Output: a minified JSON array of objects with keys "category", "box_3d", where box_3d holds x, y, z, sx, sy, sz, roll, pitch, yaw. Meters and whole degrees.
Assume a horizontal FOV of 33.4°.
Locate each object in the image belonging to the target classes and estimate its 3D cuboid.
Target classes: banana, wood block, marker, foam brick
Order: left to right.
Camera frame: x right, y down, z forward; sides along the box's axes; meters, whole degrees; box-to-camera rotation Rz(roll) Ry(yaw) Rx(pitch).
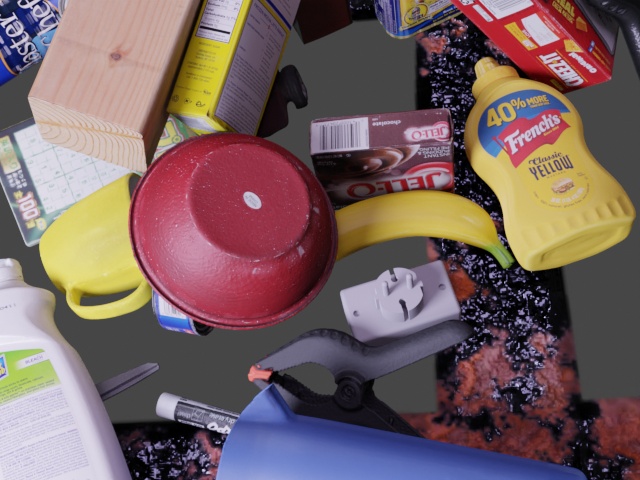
[{"category":"wood block","box_3d":[-0.146,-0.172,0.842,0.091,0.090,0.206,18,72,-1]},{"category":"marker","box_3d":[-0.066,0.139,0.812,0.121,0.020,0.020,12,65,14]},{"category":"foam brick","box_3d":[-0.009,-0.226,0.963,0.051,0.078,0.053,-27,62,-4]},{"category":"banana","box_3d":[0.054,-0.004,0.857,0.198,0.037,0.069,-6,71,6]}]

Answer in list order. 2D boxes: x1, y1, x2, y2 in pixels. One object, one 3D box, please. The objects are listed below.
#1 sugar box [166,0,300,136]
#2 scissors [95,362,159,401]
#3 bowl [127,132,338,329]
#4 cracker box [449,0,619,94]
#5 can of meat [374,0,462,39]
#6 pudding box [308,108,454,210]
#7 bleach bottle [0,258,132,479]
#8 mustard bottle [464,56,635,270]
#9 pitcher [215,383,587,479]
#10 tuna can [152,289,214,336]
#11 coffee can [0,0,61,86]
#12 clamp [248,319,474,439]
[{"category":"sugar box","box_3d":[-0.063,-0.169,0.867,0.048,0.093,0.176,13,82,20]},{"category":"scissors","box_3d":[-0.233,0.130,0.842,0.201,0.016,0.096,-38,64,-12]},{"category":"bowl","box_3d":[-0.058,-0.019,0.785,0.162,0.055,0.162,6,67,-14]},{"category":"cracker box","box_3d":[0.189,-0.256,0.902,0.072,0.164,0.213,-14,52,44]},{"category":"can of meat","box_3d":[0.095,-0.236,0.949,0.102,0.084,0.057,-25,62,-6]},{"category":"pudding box","box_3d":[0.052,-0.064,0.862,0.113,0.090,0.039,-2,61,7]},{"category":"bleach bottle","box_3d":[-0.204,0.126,0.796,0.102,0.068,0.251,-19,67,-5]},{"category":"mustard bottle","box_3d":[0.171,-0.073,0.868,0.096,0.058,0.192,-19,61,-4]},{"category":"pitcher","box_3d":[0.050,0.200,0.712,0.243,0.149,0.145,7,49,8]},{"category":"tuna can","box_3d":[-0.100,0.030,0.836,0.034,0.086,0.086,8,64,14]},{"category":"coffee can","box_3d":[-0.277,-0.213,0.978,0.140,0.103,0.103,-35,63,-11]},{"category":"clamp","box_3d":[0.033,0.099,0.784,0.171,0.039,0.120,16,97,15]}]
